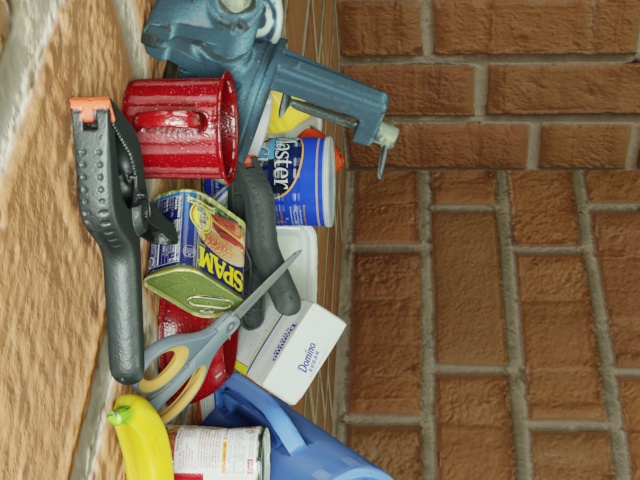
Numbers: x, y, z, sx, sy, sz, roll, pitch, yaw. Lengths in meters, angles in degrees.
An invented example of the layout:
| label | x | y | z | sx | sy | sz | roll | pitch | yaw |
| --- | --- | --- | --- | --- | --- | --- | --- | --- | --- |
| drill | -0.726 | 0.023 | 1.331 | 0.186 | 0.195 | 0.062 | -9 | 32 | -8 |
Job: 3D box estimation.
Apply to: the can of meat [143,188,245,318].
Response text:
| label | x | y | z | sx | sy | sz | roll | pitch | yaw |
| --- | --- | --- | --- | --- | --- | --- | --- | --- | --- |
| can of meat | -0.109 | 0.012 | 0.949 | 0.102 | 0.058 | 0.084 | 38 | 44 | -51 |

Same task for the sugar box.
| label | x | y | z | sx | sy | sz | roll | pitch | yaw |
| --- | --- | --- | --- | --- | --- | --- | --- | --- | --- |
| sugar box | -0.040 | 0.101 | 1.057 | 0.093 | 0.048 | 0.176 | -58 | -162 | -7 |

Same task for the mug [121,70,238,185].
| label | x | y | z | sx | sy | sz | roll | pitch | yaw |
| --- | --- | --- | --- | --- | --- | --- | --- | --- | --- |
| mug | -0.115 | -0.091 | 0.859 | 0.117 | 0.081 | 0.093 | -28 | 118 | -85 |

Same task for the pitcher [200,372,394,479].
| label | x | y | z | sx | sy | sz | roll | pitch | yaw |
| --- | --- | --- | --- | --- | --- | --- | --- | --- | --- |
| pitcher | -0.027 | 0.230 | 1.037 | 0.243 | 0.149 | 0.145 | 12 | -100 | 60 |

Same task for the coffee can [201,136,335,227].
| label | x | y | z | sx | sy | sz | roll | pitch | yaw |
| --- | --- | --- | --- | --- | --- | --- | --- | --- | --- |
| coffee can | -0.056 | -0.066 | 1.210 | 0.103 | 0.140 | 0.103 | 1 | 90 | -85 |

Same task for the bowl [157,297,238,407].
| label | x | y | z | sx | sy | sz | roll | pitch | yaw |
| --- | --- | --- | --- | --- | --- | --- | --- | --- | --- |
| bowl | -0.114 | 0.087 | 1.038 | 0.162 | 0.055 | 0.162 | 1 | 90 | -85 |

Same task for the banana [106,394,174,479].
| label | x | y | z | sx | sy | sz | roll | pitch | yaw |
| --- | --- | --- | --- | --- | --- | --- | --- | --- | --- |
| banana | -0.142 | 0.190 | 0.843 | 0.069 | 0.037 | 0.198 | -54 | 146 | -51 |

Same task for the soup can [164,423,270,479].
| label | x | y | z | sx | sy | sz | roll | pitch | yaw |
| --- | --- | --- | --- | --- | --- | --- | --- | --- | --- |
| soup can | -0.098 | 0.196 | 0.942 | 0.068 | 0.102 | 0.068 | 1 | 90 | -85 |

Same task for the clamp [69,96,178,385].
| label | x | y | z | sx | sy | sz | roll | pitch | yaw |
| --- | --- | --- | --- | --- | --- | --- | --- | --- | --- |
| clamp | -0.144 | -0.009 | 0.772 | 0.210 | 0.036 | 0.164 | 82 | 9 | -49 |

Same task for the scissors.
| label | x | y | z | sx | sy | sz | roll | pitch | yaw |
| --- | --- | --- | --- | --- | --- | --- | --- | --- | --- |
| scissors | -0.092 | 0.070 | 0.908 | 0.201 | 0.016 | 0.096 | -54 | 148 | -8 |

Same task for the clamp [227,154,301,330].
| label | x | y | z | sx | sy | sz | roll | pitch | yaw |
| --- | --- | --- | --- | --- | --- | --- | --- | --- | --- |
| clamp | -0.057 | 0.001 | 1.008 | 0.120 | 0.039 | 0.171 | -7 | -88 | 60 |
